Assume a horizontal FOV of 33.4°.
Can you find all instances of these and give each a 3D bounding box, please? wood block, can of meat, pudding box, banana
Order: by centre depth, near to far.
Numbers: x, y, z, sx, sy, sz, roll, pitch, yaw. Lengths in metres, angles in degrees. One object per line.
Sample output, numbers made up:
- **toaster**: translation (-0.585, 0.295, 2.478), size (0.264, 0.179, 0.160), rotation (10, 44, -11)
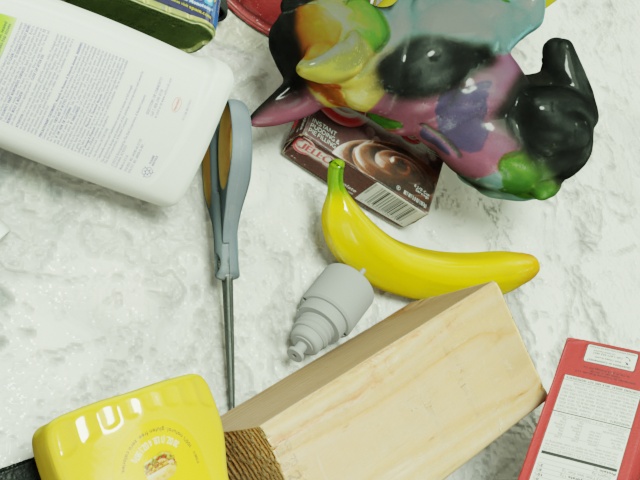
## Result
- **wood block**: translation (0.034, 0.112, 0.666), size (0.205, 0.091, 0.090), rotation (-26, 93, -38)
- **can of meat**: translation (-0.109, -0.176, 0.678), size (0.101, 0.058, 0.084), rotation (16, 72, -32)
- **banana**: translation (0.071, 0.011, 0.754), size (0.197, 0.070, 0.037), rotation (23, 26, -31)
- **pudding box**: translation (0.037, -0.075, 0.779), size (0.113, 0.039, 0.090), rotation (33, 56, -19)

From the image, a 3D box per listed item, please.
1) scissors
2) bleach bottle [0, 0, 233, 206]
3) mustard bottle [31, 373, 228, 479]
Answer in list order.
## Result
- **scissors**: translation (-0.054, 0.001, 0.662), size (0.016, 0.096, 0.202), rotation (-1, 68, -19)
- **bleach bottle**: translation (-0.181, -0.107, 0.612), size (0.250, 0.068, 0.102), rotation (23, 90, -28)
- **mustard bottle**: translation (-0.075, 0.172, 0.552), size (0.096, 0.058, 0.191), rotation (-14, 80, -36)
